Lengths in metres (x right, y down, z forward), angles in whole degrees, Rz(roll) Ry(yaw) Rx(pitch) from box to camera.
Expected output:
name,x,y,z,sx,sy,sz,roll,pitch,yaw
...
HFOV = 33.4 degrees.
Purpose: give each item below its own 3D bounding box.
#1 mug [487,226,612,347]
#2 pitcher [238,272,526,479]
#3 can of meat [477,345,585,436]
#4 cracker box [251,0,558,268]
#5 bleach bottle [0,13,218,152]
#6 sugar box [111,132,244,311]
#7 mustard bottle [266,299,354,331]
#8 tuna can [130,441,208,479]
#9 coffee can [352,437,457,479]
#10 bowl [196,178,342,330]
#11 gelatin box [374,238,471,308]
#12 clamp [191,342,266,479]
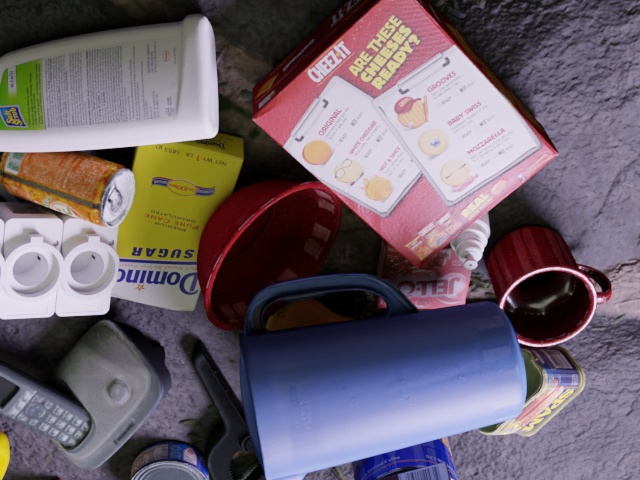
name,x,y,z,sx,sy,sz,roll,pitch,yaw
mug,0.217,0.040,1.011,0.117,0.081,0.093,-1,123,-4
pitcher,0.049,0.116,0.944,0.242,0.145,0.149,-11,135,-6
can of meat,0.204,0.152,1.078,0.083,0.057,0.102,10,129,-50
cracker box,0.071,-0.102,0.912,0.164,0.072,0.213,-40,117,18
bleach bottle,-0.212,-0.124,0.871,0.251,0.068,0.102,-3,86,4
sugar box,-0.136,-0.020,0.963,0.093,0.048,0.176,13,120,-13
mustard bottle,0.036,0.120,1.036,0.191,0.058,0.096,18,100,-1
tuna can,-0.162,0.258,1.150,0.086,0.034,0.086,-2,123,-4
coffee can,0.081,0.216,1.080,0.102,0.140,0.103,-2,123,-4
bowl,-0.056,0.001,0.951,0.161,0.055,0.162,-36,149,-26
gelatin box,0.100,0.030,1.025,0.089,0.030,0.073,3,123,-6
clamp,-0.058,0.200,1.119,0.164,0.036,0.210,4,119,-7
